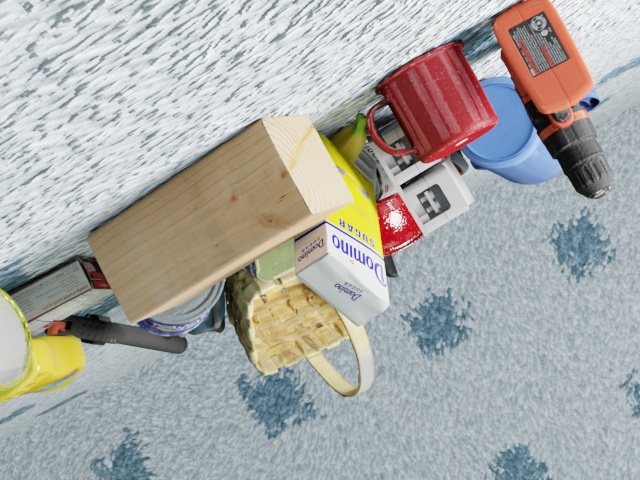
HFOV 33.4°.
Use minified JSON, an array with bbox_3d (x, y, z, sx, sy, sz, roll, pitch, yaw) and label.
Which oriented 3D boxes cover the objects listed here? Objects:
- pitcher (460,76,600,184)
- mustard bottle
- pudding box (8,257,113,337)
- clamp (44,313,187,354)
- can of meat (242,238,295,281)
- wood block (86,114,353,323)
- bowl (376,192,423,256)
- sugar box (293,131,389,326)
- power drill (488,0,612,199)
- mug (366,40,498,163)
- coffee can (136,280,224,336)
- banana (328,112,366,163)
[{"bbox_3d":[0.251,-0.144,1.330,0.242,0.145,0.149,-5,115,-70],"label":"pitcher"},{"bbox_3d":[-0.285,0.124,1.050,0.096,0.058,0.191,-22,174,6],"label":"mustard bottle"},{"bbox_3d":[-0.266,0.058,1.052,0.113,0.039,0.090,-29,174,1],"label":"pudding box"},{"bbox_3d":[-0.261,0.110,1.293,0.165,0.036,0.210,8,174,11],"label":"clamp"},{"bbox_3d":[-0.058,0.002,1.278,0.102,0.057,0.084,-25,-148,-26],"label":"can of meat"},{"bbox_3d":[-0.089,-0.018,0.929,0.206,0.090,0.090,-31,175,26],"label":"wood block"},{"bbox_3d":[0.055,-0.049,1.314,0.161,0.162,0.055,-26,134,-23],"label":"bowl"},{"bbox_3d":[0.017,-0.014,1.000,0.048,0.093,0.176,-34,-143,22],"label":"sugar box"},{"bbox_3d":[0.217,-0.133,0.993,0.057,0.184,0.187,-29,166,7],"label":"power drill"},{"bbox_3d":[0.099,-0.118,0.971,0.117,0.081,0.093,-27,175,-11],"label":"mug"},{"bbox_3d":[-0.158,0.044,1.126,0.102,0.103,0.140,-27,175,-14],"label":"coffee can"},{"bbox_3d":[-0.026,-0.069,1.096,0.198,0.037,0.069,-32,145,16],"label":"banana"}]
